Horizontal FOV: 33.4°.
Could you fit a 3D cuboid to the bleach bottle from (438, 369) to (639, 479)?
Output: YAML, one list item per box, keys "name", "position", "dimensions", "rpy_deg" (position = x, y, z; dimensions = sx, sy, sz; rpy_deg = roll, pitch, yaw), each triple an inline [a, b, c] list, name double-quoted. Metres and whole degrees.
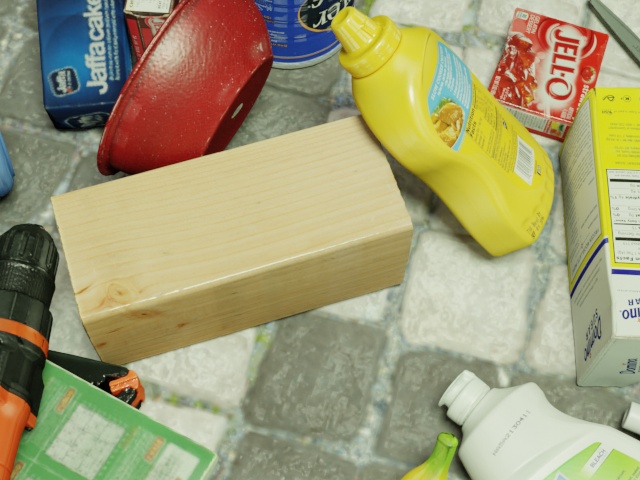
- name: "bleach bottle"
  position: [0.182, 0.159, 0.630]
  dimensions: [0.251, 0.068, 0.102]
  rpy_deg: [38, 69, 18]

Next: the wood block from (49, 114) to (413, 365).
- name: "wood block"
  position: [-0.054, 0.001, 0.686]
  dimensions: [0.206, 0.090, 0.091]
  rpy_deg: [-16, 65, -8]

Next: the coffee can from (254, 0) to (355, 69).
- name: "coffee can"
  position: [-0.023, -0.204, 0.757]
  dimensions: [0.103, 0.140, 0.103]
  rpy_deg: [0, 64, -1]

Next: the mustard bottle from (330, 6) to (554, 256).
- name: "mustard bottle"
  position: [0.075, -0.079, 0.681]
  dimensions: [0.191, 0.058, 0.096]
  rpy_deg: [41, 45, -30]

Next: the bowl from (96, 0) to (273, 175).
- name: "bowl"
  position: [-0.078, -0.097, 0.699]
  dimensions: [0.055, 0.162, 0.162]
  rpy_deg: [33, 67, 1]

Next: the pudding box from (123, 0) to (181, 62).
- name: "pudding box"
  position: [-0.110, -0.179, 0.771]
  dimensions: [0.039, 0.090, 0.113]
  rpy_deg: [3, 64, 1]

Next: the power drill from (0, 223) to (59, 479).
- name: "power drill"
  position: [-0.246, 0.074, 0.610]
  dimensions: [0.188, 0.057, 0.184]
  rpy_deg: [-4, 55, 15]

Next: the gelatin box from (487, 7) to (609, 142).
- name: "gelatin box"
  position: [0.165, -0.122, 0.783]
  dimensions: [0.073, 0.030, 0.089]
  rpy_deg: [19, 65, 7]
